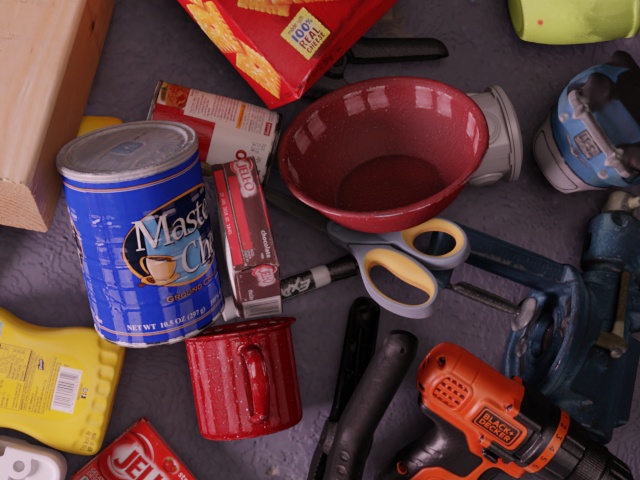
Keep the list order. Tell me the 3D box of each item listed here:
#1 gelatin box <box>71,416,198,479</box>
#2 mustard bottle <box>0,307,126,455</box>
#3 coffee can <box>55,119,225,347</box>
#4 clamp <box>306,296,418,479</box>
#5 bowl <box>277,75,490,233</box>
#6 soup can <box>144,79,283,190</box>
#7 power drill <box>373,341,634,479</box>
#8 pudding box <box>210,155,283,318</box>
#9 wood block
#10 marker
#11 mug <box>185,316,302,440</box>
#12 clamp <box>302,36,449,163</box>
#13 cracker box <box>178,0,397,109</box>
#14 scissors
[{"bbox_3d":[-0.139,0.195,0.840,0.073,0.030,0.089,-40,91,-9],"label":"gelatin box"},{"bbox_3d":[-0.252,0.099,0.819,0.191,0.058,0.096,14,87,-7],"label":"mustard bottle"},{"bbox_3d":[-0.131,-0.006,0.795,0.102,0.103,0.140,-11,117,-8],"label":"coffee can"},{"bbox_3d":[0.020,0.145,0.822,0.036,0.164,0.210,17,100,-8],"label":"clamp"},{"bbox_3d":[0.051,-0.057,0.823,0.162,0.055,0.162,-7,45,7],"label":"bowl"},{"bbox_3d":[-0.087,-0.082,0.853,0.102,0.068,0.068,15,83,-6],"label":"soup can"},{"bbox_3d":[0.118,0.188,0.816,0.184,0.057,0.188,35,114,-1],"label":"power drill"},{"bbox_3d":[-0.055,0.001,0.816,0.039,0.113,0.090,-10,68,-7],"label":"pudding box"},{"bbox_3d":[-0.225,-0.122,0.799,0.090,0.091,0.206,11,68,0],"label":"wood block"},{"bbox_3d":[-0.024,0.038,0.875,0.121,0.020,0.020,-19,88,-8],"label":"marker"},{"bbox_3d":[-0.055,0.107,0.818,0.093,0.117,0.081,-9,91,-16],"label":"mug"},{"bbox_3d":[0.021,-0.153,0.888,0.171,0.039,0.120,37,77,-9],"label":"clamp"},{"bbox_3d":[-0.041,-0.234,0.810,0.164,0.072,0.213,-46,106,-18],"label":"cracker box"},{"bbox_3d":[0.035,-0.014,0.837,0.096,0.016,0.202,-34,52,-14],"label":"scissors"}]
